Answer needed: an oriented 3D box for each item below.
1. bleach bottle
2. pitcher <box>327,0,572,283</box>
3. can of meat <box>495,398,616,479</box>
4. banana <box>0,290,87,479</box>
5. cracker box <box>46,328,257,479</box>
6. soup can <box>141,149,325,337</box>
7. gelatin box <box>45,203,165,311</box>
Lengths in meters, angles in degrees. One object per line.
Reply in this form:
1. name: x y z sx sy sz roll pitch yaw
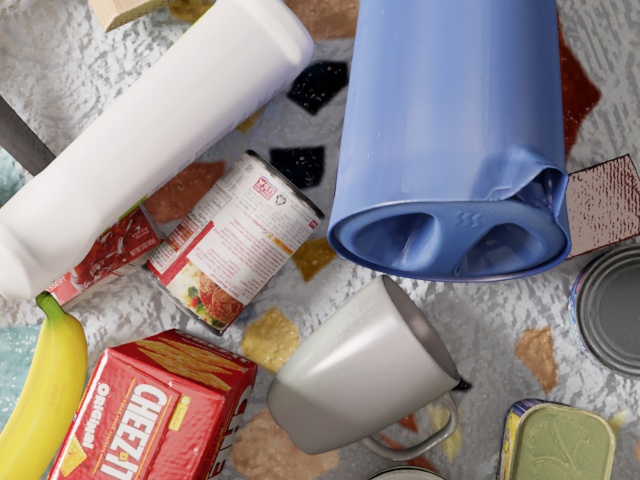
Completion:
1. bleach bottle: -0.118 -0.048 0.637 0.250 0.103 0.068 -45 95 -16
2. pitcher: 0.072 -0.101 0.632 0.149 0.145 0.243 0 69 14
3. can of meat: 0.136 0.148 0.646 0.057 0.084 0.102 10 87 4
4. banana: -0.194 0.122 0.679 0.037 0.069 0.198 29 96 42
5. cracker box: -0.099 0.139 0.596 0.072 0.213 0.164 23 88 3
6. soup can: -0.054 0.001 0.675 0.068 0.068 0.102 41 89 5
7. gelatin box: -0.157 -0.005 0.700 0.089 0.030 0.073 -32 85 0
